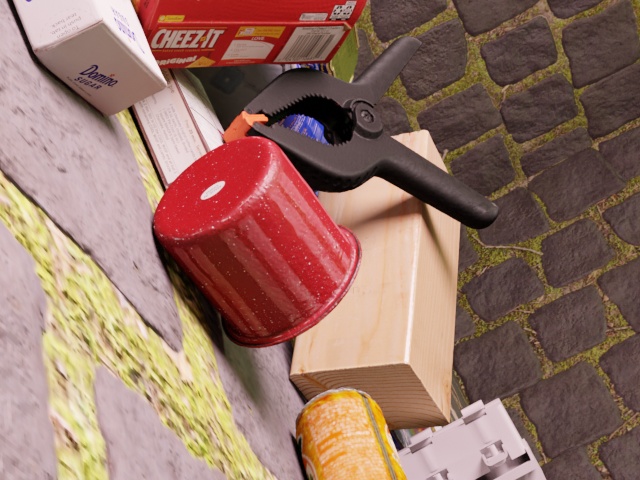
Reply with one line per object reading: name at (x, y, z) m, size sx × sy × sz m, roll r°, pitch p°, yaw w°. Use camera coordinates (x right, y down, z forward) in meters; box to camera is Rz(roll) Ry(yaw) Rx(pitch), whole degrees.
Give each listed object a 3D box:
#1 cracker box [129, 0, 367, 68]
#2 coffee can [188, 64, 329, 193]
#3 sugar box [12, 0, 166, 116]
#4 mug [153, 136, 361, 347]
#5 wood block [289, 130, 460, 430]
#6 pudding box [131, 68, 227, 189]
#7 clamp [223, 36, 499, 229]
cracker box at (-0.088, -0.213, 0.698) m, size 0.163 × 0.072 × 0.214 m, roll -10°, pitch 61°, yaw -38°
coffee can at (-0.051, -0.096, 0.833) m, size 0.103 × 0.103 × 0.140 m, roll 65°, pitch 6°, yaw 22°
sugar box at (-0.146, -0.161, 0.575) m, size 0.093 × 0.048 × 0.176 m, roll 46°, pitch 21°, yaw -72°
mug at (-0.044, -0.004, 0.593) m, size 0.117 × 0.093 × 0.081 m, roll 17°, pitch -30°, yaw 52°
wood block at (0.046, 0.029, 0.796) m, size 0.090 × 0.090 × 0.206 m, roll 57°, pitch 33°, yaw -46°
pudding box at (-0.090, -0.073, 0.699) m, size 0.113 × 0.039 × 0.090 m, roll 62°, pitch 6°, yaw 20°
clamp at (0.031, -0.069, 0.740) m, size 0.209 × 0.036 × 0.164 m, roll -13°, pitch 68°, yaw -42°
